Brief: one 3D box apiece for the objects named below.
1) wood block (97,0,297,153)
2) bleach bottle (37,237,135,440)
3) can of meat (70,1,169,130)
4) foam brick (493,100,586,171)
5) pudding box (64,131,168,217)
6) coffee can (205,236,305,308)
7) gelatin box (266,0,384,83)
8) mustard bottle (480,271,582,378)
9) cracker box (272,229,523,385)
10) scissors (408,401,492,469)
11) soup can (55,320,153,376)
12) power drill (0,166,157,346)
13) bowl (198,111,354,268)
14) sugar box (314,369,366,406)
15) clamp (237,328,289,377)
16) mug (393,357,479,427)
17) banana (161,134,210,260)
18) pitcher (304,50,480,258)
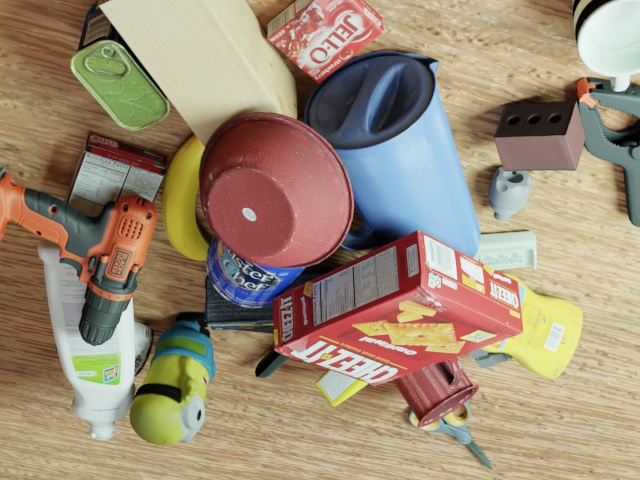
[{"bbox_3d":[-0.108,-0.182,0.998,0.091,0.090,0.206,-20,133,18],"label":"wood block"},{"bbox_3d":[-0.269,0.116,1.245,0.102,0.068,0.251,0,110,-4],"label":"bleach bottle"},{"bbox_3d":[-0.185,-0.170,1.013,0.057,0.084,0.102,-22,132,20],"label":"can of meat"},{"bbox_3d":[0.224,-0.106,1.088,0.078,0.053,0.051,1,140,31],"label":"foam brick"},{"bbox_3d":[-0.225,-0.057,1.161,0.090,0.039,0.114,18,130,-15],"label":"pudding box"},{"bbox_3d":[-0.057,0.001,1.142,0.102,0.103,0.140,14,153,-14],"label":"coffee can"},{"bbox_3d":[0.005,-0.203,1.020,0.089,0.030,0.073,-33,127,29],"label":"gelatin box"},{"bbox_3d":[0.220,0.091,1.281,0.191,0.058,0.096,25,86,-22],"label":"mustard bottle"},{"bbox_3d":[0.079,0.080,1.128,0.164,0.072,0.214,25,142,-38],"label":"cracker box"},{"bbox_3d":[0.184,0.278,1.520,0.096,0.016,0.201,-9,135,11],"label":"scissors"},{"bbox_3d":[-0.266,0.122,1.321,0.102,0.068,0.069,24,130,-24],"label":"soup can"},{"bbox_3d":[-0.283,0.014,1.140,0.187,0.057,0.185,18,112,-12],"label":"power drill"},{"bbox_3d":[-0.053,-0.035,0.996,0.162,0.055,0.162,11,119,20],"label":"bowl"},{"bbox_3d":[0.077,0.130,1.314,0.048,0.093,0.176,52,128,9],"label":"sugar box"},{"bbox_3d":[-0.036,0.106,1.328,0.172,0.039,0.120,-26,135,16],"label":"clamp"},{"bbox_3d":[0.143,0.171,1.341,0.093,0.081,0.117,-23,158,-27],"label":"mug"},{"bbox_3d":[-0.144,-0.039,1.184,0.069,0.037,0.198,-25,142,-18],"label":"banana"},{"bbox_3d":[0.077,-0.059,1.094,0.149,0.145,0.242,-11,138,18],"label":"pitcher"}]
